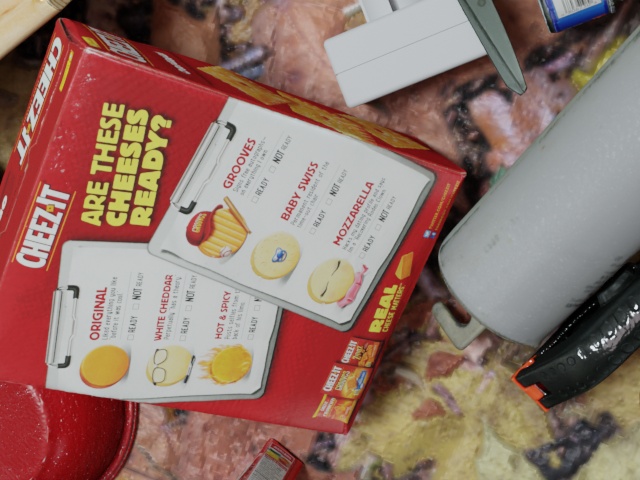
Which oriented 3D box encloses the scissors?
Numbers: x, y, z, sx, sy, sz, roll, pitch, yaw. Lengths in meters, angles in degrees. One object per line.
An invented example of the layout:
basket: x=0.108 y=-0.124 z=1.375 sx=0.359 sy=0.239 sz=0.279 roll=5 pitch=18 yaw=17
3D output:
scissors: x=0.040 y=-0.158 z=0.544 sx=0.096 sy=0.016 sz=0.202 roll=-12 pitch=76 yaw=17

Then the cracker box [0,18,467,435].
cracker box: x=-0.054 y=0.001 z=0.544 sx=0.213 sy=0.072 sz=0.164 roll=15 pitch=106 yaw=-30

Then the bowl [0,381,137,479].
bowl: x=-0.197 y=0.103 z=0.654 sx=0.162 sy=0.055 sz=0.162 roll=2 pitch=101 yaw=11

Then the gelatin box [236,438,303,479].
gelatin box: x=-0.053 y=0.168 z=0.627 sx=0.030 sy=0.073 sz=0.089 roll=38 pitch=106 yaw=3
